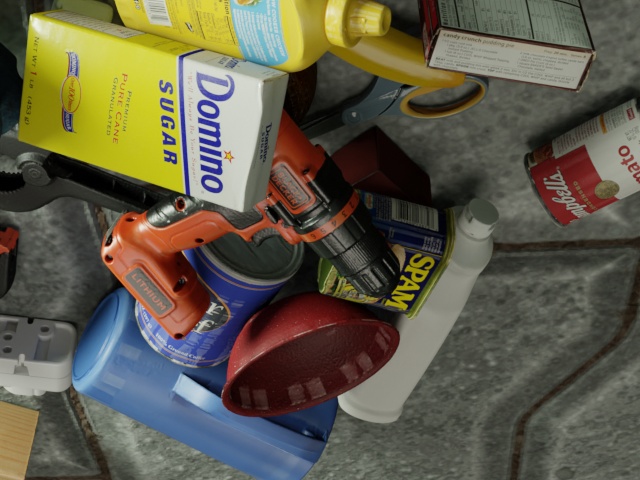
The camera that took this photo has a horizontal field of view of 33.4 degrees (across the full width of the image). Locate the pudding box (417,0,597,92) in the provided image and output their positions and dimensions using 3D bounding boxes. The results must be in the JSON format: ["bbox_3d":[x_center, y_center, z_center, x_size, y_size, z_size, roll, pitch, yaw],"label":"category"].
[{"bbox_3d":[0.125,-0.150,0.735,0.113,0.090,0.039,6,137,-7],"label":"pudding box"}]

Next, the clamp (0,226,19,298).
[{"bbox_3d":[-0.348,0.032,0.988,0.120,0.039,0.172,33,123,-24],"label":"clamp"}]

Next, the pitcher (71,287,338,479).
[{"bbox_3d":[-0.108,0.142,1.032,0.242,0.145,0.149,28,135,-23],"label":"pitcher"}]

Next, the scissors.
[{"bbox_3d":[0.028,-0.116,0.831,0.202,0.016,0.096,-9,136,11],"label":"scissors"}]

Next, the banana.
[{"bbox_3d":[0.015,-0.160,0.752,0.197,0.037,0.070,35,154,-26],"label":"banana"}]

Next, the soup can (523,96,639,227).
[{"bbox_3d":[0.223,-0.062,0.849,0.102,0.068,0.068,-28,131,27],"label":"soup can"}]

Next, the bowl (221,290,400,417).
[{"bbox_3d":[-0.016,0.090,0.918,0.162,0.055,0.162,-18,151,-10],"label":"bowl"}]

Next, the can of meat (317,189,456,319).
[{"bbox_3d":[0.051,0.010,0.862,0.084,0.057,0.102,14,136,-11],"label":"can of meat"}]

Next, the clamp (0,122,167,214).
[{"bbox_3d":[-0.216,-0.072,0.829,0.210,0.036,0.164,1,134,10],"label":"clamp"}]

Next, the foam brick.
[{"bbox_3d":[0.050,-0.044,0.883,0.051,0.053,0.078,-28,130,29],"label":"foam brick"}]

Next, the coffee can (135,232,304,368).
[{"bbox_3d":[-0.090,0.032,0.934,0.102,0.103,0.141,20,135,-20],"label":"coffee can"}]

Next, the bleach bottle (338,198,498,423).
[{"bbox_3d":[0.090,0.059,0.959,0.068,0.102,0.251,15,137,-14],"label":"bleach bottle"}]

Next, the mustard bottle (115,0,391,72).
[{"bbox_3d":[-0.044,-0.159,0.699,0.192,0.058,0.096,15,137,23],"label":"mustard bottle"}]

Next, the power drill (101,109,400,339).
[{"bbox_3d":[-0.055,0.001,0.802,0.188,0.057,0.184,-31,108,24],"label":"power drill"}]

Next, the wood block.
[{"bbox_3d":[-0.423,0.214,1.151,0.205,0.091,0.090,20,135,-19],"label":"wood block"}]

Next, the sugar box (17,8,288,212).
[{"bbox_3d":[-0.116,-0.089,0.721,0.176,0.048,0.093,18,112,17],"label":"sugar box"}]
